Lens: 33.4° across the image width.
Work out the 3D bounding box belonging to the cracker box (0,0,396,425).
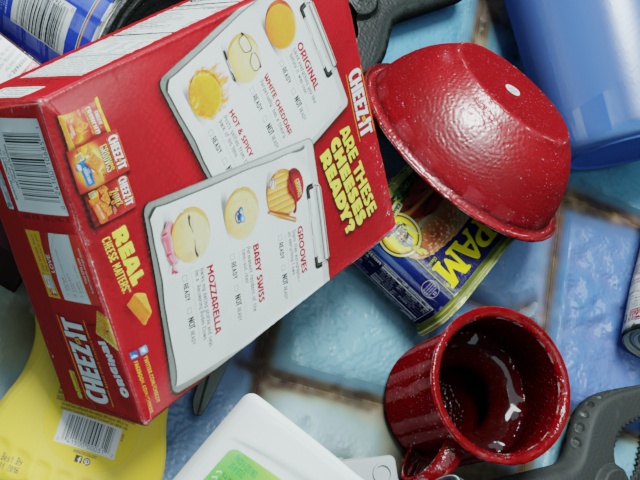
[{"bbox_3d":[-0.060,-0.034,0.551,0.213,0.072,0.164,-37,123,-42],"label":"cracker box"}]

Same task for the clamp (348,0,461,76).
[{"bbox_3d":[0.032,-0.159,0.735,0.120,0.039,0.171,28,71,-7],"label":"clamp"}]

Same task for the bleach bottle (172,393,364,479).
[{"bbox_3d":[-0.076,0.203,0.533,0.103,0.068,0.250,36,81,13],"label":"bleach bottle"}]

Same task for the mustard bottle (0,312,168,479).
[{"bbox_3d":[-0.115,0.053,0.595,0.096,0.058,0.191,22,67,-16],"label":"mustard bottle"}]

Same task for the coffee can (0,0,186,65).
[{"bbox_3d":[-0.141,-0.144,0.596,0.140,0.103,0.102,35,61,19],"label":"coffee can"}]

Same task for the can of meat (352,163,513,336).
[{"bbox_3d":[0.070,-0.004,0.691,0.084,0.058,0.102,43,62,-1],"label":"can of meat"}]

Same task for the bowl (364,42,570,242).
[{"bbox_3d":[0.107,-0.076,0.685,0.162,0.055,0.162,30,30,-20],"label":"bowl"}]

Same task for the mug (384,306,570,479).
[{"bbox_3d":[0.085,0.103,0.647,0.093,0.082,0.117,37,63,-8],"label":"mug"}]
